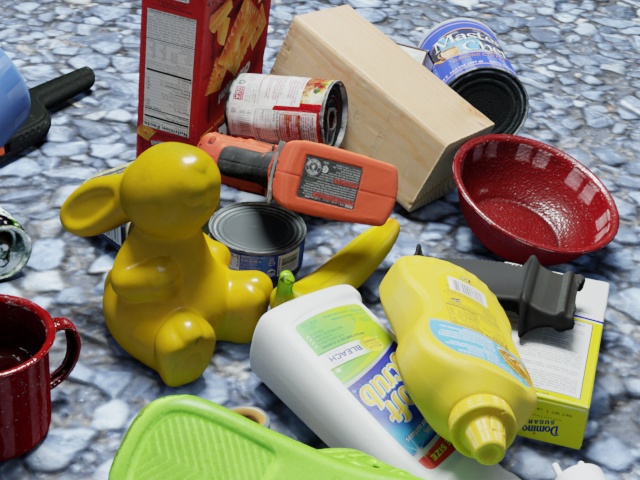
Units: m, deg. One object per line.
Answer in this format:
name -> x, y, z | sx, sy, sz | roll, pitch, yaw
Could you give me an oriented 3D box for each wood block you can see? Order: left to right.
wood block -> 0.056, -0.135, 1.065 | 0.206, 0.090, 0.090 | 43, 39, 19

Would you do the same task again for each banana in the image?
banana -> 0.009, 0.032, 0.873 | 0.037, 0.070, 0.197 | 46, 30, 9

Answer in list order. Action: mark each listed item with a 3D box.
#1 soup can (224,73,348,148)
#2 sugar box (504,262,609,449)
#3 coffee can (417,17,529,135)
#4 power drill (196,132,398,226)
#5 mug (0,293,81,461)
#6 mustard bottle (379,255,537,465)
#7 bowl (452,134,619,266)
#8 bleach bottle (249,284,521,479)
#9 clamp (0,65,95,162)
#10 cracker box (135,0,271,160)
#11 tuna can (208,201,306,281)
soup can -> -0.032, -0.123, 1.017 | 0.102, 0.068, 0.068 | 8, 31, 20
sugar box -> 0.171, 0.084, 0.836 | 0.093, 0.048, 0.176 | 12, 29, 15
coffee can -> 0.166, -0.175, 1.193 | 0.102, 0.103, 0.140 | 2, 33, -7
power drill -> -0.004, -0.051, 0.936 | 0.184, 0.057, 0.188 | 10, 2, -22
mug -> -0.216, 0.091, 0.726 | 0.093, 0.081, 0.117 | 31, 40, 34
mustard bottle -> 0.094, 0.082, 0.708 | 0.096, 0.058, 0.191 | 28, 21, -16
bowl -> 0.190, -0.028, 0.988 | 0.162, 0.055, 0.162 | 11, 42, -10
bleach bottle -> 0.060, 0.129, 0.733 | 0.102, 0.068, 0.251 | -16, 41, -37
clamp -> -0.336, -0.141, 1.116 | 0.164, 0.036, 0.210 | 5, 32, -2
cracker box -> -0.110, -0.175, 1.041 | 0.072, 0.214, 0.164 | 17, 34, 14
tuna can -> -0.056, 0.001, 0.940 | 0.086, 0.034, 0.086 | 4, 32, -3
